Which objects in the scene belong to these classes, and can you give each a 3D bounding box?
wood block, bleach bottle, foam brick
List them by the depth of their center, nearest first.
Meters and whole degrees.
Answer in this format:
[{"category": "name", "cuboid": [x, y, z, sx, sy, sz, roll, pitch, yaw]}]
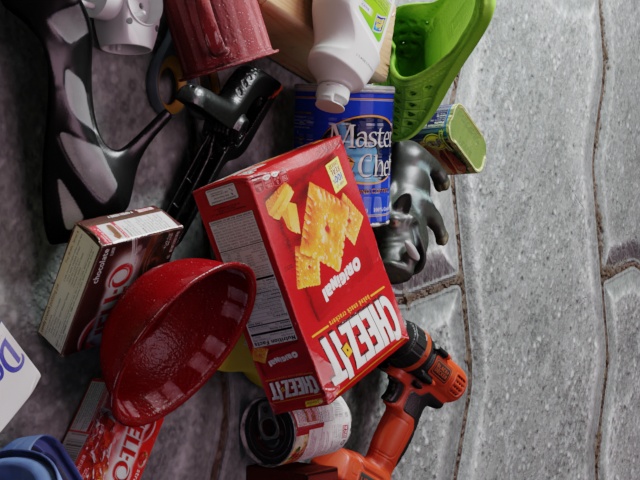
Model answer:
[{"category": "bleach bottle", "cuboid": [0.031, -0.244, 1.008, 0.102, 0.068, 0.251, 30, 68, -49]}, {"category": "foam brick", "cuboid": [-0.028, 0.247, 1.047, 0.052, 0.078, 0.051, 3, 87, -52]}, {"category": "wood block", "cuboid": [-0.018, -0.232, 1.069, 0.205, 0.090, 0.091, 22, 72, -52]}]

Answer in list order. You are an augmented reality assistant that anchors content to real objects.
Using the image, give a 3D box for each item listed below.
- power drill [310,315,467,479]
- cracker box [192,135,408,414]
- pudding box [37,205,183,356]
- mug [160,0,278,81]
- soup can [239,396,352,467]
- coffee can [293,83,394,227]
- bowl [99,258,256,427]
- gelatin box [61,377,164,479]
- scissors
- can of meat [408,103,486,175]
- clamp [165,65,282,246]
[{"category": "power drill", "cuboid": [0.069, 0.180, 1.152, 0.184, 0.057, 0.187, 41, 77, -40]}, {"category": "cracker box", "cuboid": [-0.010, 0.026, 0.977, 0.163, 0.072, 0.214, -29, 101, -54]}, {"category": "pudding box", "cuboid": [-0.168, 0.031, 0.851, 0.089, 0.039, 0.114, -18, 138, -53]}, {"category": "mug", "cuboid": [-0.093, -0.189, 0.926, 0.117, 0.093, 0.081, -79, 153, -77]}, {"category": "soup can", "cuboid": [-0.022, 0.185, 1.064, 0.102, 0.069, 0.068, 3, 86, -54]}, {"category": "coffee can", "cuboid": [0.022, -0.089, 1.093, 0.102, 0.103, 0.140, -9, 103, -54]}, {"category": "bowl", "cuboid": [-0.125, 0.071, 0.865, 0.162, 0.055, 0.162, -43, 156, -25]}, {"category": "gelatin box", "cuboid": [-0.175, 0.169, 0.887, 0.073, 0.030, 0.089, 49, 52, -42]}, {"category": "scissors", "cuboid": [-0.139, -0.199, 0.963, 0.096, 0.016, 0.202, -40, 120, -47]}, {"category": "can of meat", "cuboid": [0.144, -0.120, 1.293, 0.102, 0.084, 0.057, 45, 54, -44]}, {"category": "clamp", "cuboid": [-0.087, -0.109, 0.967, 0.209, 0.036, 0.165, -56, 166, -45]}]
